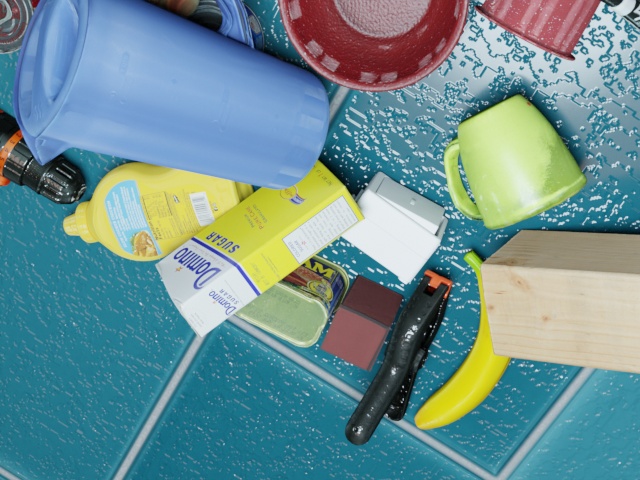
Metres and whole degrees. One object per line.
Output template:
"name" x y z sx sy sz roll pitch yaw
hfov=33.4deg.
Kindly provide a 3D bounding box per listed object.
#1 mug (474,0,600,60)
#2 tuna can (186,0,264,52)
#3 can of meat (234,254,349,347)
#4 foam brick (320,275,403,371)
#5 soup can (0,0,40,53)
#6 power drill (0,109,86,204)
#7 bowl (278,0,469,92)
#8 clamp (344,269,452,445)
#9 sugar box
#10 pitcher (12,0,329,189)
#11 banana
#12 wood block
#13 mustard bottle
"mug" 0.173 -0.205 0.851 0.117 0.093 0.082 20 111 -20
"tuna can" -0.096 -0.178 0.964 0.086 0.033 0.086 5 112 13
"can of meat" -0.032 0.048 1.007 0.102 0.083 0.057 25 115 4
"foam brick" 0.040 0.076 1.003 0.051 0.078 0.053 25 113 5
"soup can" -0.265 -0.211 0.957 0.068 0.102 0.068 5 112 12
"power drill" -0.342 -0.041 1.069 0.184 0.057 0.188 33 112 4
"bowl" 0.048 -0.210 0.902 0.162 0.055 0.162 5 113 12
"clamp" 0.081 0.111 1.008 0.039 0.120 0.171 29 95 13
"sugar box" -0.056 0.001 0.939 0.176 0.093 0.048 -34 121 -4
"pitcher" -0.112 -0.128 0.869 0.242 0.145 0.149 14 143 -36
"banana" 0.146 0.105 1.012 0.070 0.037 0.198 23 114 21
"wood block" 0.251 0.051 0.894 0.206 0.090 0.090 3 114 36
"mustard bottle" -0.160 -0.030 1.024 0.192 0.058 0.096 -10 113 17
